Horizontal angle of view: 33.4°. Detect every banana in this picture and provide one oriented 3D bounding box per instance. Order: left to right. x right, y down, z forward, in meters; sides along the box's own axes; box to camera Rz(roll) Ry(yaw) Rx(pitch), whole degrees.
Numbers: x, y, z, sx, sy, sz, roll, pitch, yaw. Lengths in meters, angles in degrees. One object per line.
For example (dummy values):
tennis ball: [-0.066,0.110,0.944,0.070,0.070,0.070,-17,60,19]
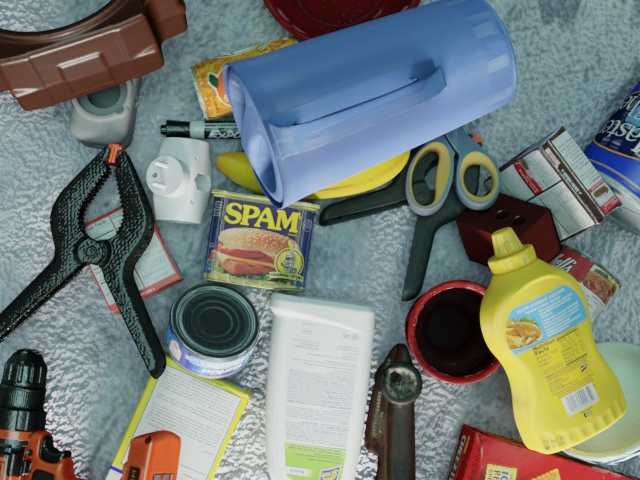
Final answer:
banana: [0.001,-0.069,1.003,0.198,0.037,0.069,-11,50,2]

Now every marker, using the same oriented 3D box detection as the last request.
marker: [-0.092,-0.106,1.020,0.121,0.020,0.020,0,87,-3]

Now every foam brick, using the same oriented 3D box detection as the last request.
foam brick: [0.174,-0.005,0.986,0.053,0.078,0.051,-41,126,-21]

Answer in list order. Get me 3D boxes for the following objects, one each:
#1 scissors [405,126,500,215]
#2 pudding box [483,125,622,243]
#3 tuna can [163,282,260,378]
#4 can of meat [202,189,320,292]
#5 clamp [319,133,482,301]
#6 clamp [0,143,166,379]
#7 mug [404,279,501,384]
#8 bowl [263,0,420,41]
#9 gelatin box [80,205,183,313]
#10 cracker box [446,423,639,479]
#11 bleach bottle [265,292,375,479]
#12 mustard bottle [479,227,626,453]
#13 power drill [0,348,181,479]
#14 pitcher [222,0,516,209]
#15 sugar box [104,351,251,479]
scissors: [0.139,-0.111,1.006,0.096,0.016,0.201,17,73,10]
pudding box: [0.211,-0.044,0.983,0.039,0.114,0.090,-38,90,-22]
tuna can: [-0.099,0.081,0.981,0.086,0.034,0.086,9,52,-12]
can of meat: [-0.057,0.001,0.998,0.102,0.057,0.084,8,89,-2]
clamp: [0.084,-0.041,1.015,0.120,0.039,0.171,35,79,4]
clamp: [-0.195,0.019,0.969,0.164,0.036,0.210,17,85,1]
mug: [0.131,0.075,0.989,0.117,0.081,0.093,-44,90,-4]
bowl: [0.018,-0.254,1.015,0.162,0.055,0.162,0,87,-2]
gelatin box: [-0.181,0.014,1.005,0.073,0.030,0.089,-27,88,-2]
cracker box: [0.214,0.281,0.986,0.213,0.072,0.164,18,87,-2]
bleach bottle: [-0.013,0.178,0.988,0.102,0.068,0.251,8,89,0]
mustard bottle: [0.191,0.080,0.925,0.096,0.058,0.191,-23,96,-15]
power drill: [-0.219,0.195,0.951,0.188,0.057,0.184,4,83,25]
pitcher: [0.048,-0.128,0.930,0.242,0.145,0.149,-22,58,-11]
sugar box: [-0.140,0.202,0.990,0.093,0.048,0.176,25,90,1]
